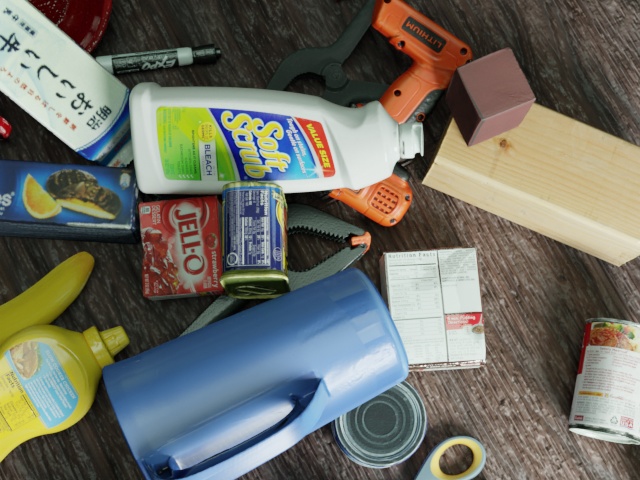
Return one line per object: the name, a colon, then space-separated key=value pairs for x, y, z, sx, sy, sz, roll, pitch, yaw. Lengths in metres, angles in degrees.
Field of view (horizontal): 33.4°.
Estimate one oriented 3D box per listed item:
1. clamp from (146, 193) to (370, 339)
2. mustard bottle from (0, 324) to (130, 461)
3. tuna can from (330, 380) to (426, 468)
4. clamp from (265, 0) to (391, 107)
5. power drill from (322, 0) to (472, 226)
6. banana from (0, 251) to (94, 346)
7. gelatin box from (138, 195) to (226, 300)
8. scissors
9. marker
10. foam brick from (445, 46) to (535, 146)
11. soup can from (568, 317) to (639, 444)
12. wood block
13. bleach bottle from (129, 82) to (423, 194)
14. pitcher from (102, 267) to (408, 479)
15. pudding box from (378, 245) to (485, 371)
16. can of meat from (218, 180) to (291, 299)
clamp: x=-0.060 y=0.006 z=0.994 sx=0.210 sy=0.036 sz=0.164 roll=-15 pitch=79 yaw=-2
mustard bottle: x=-0.257 y=0.129 z=0.944 sx=0.191 sy=0.058 sz=0.096 roll=-29 pitch=99 yaw=-9
tuna can: x=0.053 y=0.163 z=0.967 sx=0.086 sy=0.034 sz=0.086 roll=1 pitch=78 yaw=-3
clamp: x=0.023 y=-0.150 z=1.033 sx=0.171 sy=0.039 sz=0.120 roll=-32 pitch=82 yaw=-1
power drill: x=0.037 y=-0.131 z=0.989 sx=0.184 sy=0.057 sz=0.188 roll=32 pitch=99 yaw=-7
banana: x=-0.296 y=0.067 z=0.969 sx=0.197 sy=0.037 sz=0.069 roll=-16 pitch=80 yaw=-6
gelatin box: x=-0.124 y=0.007 z=0.964 sx=0.073 sy=0.030 sz=0.089 roll=-5 pitch=79 yaw=4
scissors: x=0.069 y=0.223 z=0.964 sx=0.201 sy=0.016 sz=0.096 roll=2 pitch=76 yaw=-2
marker: x=-0.157 y=-0.176 z=1.039 sx=0.121 sy=0.020 sz=0.020 roll=-8 pitch=78 yaw=-5
foam brick: x=0.145 y=-0.123 z=0.920 sx=0.051 sy=0.078 sz=0.053 roll=-23 pitch=80 yaw=-5
soup can: x=0.266 y=0.128 z=0.968 sx=0.068 sy=0.068 sz=0.102 roll=13 pitch=78 yaw=0
wood block: x=0.211 y=-0.063 z=0.996 sx=0.206 sy=0.090 sz=0.091 roll=23 pitch=78 yaw=2
bleach bottle: x=-0.036 y=-0.093 z=0.936 sx=0.251 sy=0.068 sz=0.102 roll=-1 pitch=103 yaw=9
pitcher: x=-0.050 y=0.123 z=0.901 sx=0.242 sy=0.145 sz=0.149 roll=-25 pitch=68 yaw=-5
pudding box: x=0.104 y=0.064 z=0.990 sx=0.090 sy=0.039 sz=0.113 roll=-3 pitch=76 yaw=-3
can of meat: x=-0.056 y=0.001 z=0.925 sx=0.057 sy=0.102 sz=0.084 roll=-2 pitch=77 yaw=1
